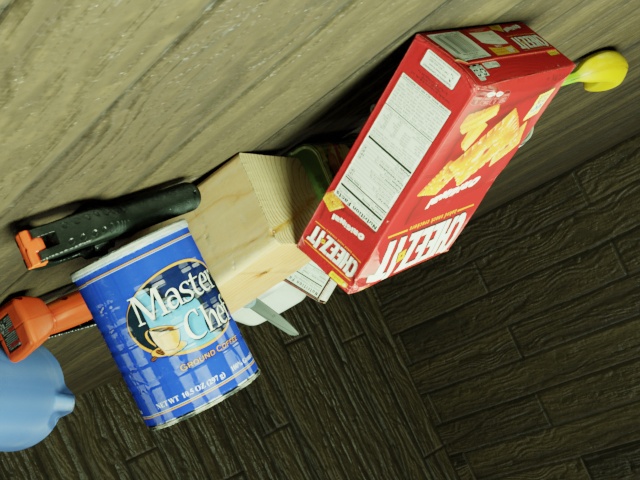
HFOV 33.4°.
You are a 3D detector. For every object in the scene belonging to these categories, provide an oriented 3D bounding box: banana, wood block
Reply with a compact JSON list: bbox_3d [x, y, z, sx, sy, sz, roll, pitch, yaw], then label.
[{"bbox_3d":[0.333,-0.202,1.274,0.070,0.037,0.197,-8,-179,24],"label":"banana"},{"bbox_3d":[-0.100,0.015,0.957,0.206,0.090,0.090,-34,161,30],"label":"wood block"}]

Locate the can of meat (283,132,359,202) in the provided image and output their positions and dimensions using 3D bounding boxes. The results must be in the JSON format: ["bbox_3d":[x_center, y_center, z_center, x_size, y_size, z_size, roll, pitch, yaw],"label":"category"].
[{"bbox_3d":[0.017,-0.046,0.994,0.058,0.102,0.083,-28,172,37],"label":"can of meat"}]

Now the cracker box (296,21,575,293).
[{"bbox_3d":[0.094,-0.068,0.868,0.163,0.072,0.214,-19,146,-50],"label":"cracker box"}]

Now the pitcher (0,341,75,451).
[{"bbox_3d":[-0.380,0.161,1.133,0.149,0.145,0.243,-35,170,-2],"label":"pitcher"}]

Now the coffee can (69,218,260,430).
[{"bbox_3d":[-0.125,0.067,0.862,0.103,0.140,0.103,-26,-177,1],"label":"coffee can"}]

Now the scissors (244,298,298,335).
[{"bbox_3d":[-0.098,0.066,1.112,0.096,0.016,0.201,-29,136,-1],"label":"scissors"}]

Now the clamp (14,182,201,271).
[{"bbox_3d":[-0.183,-0.003,0.841,0.120,0.039,0.171,-32,172,34],"label":"clamp"}]

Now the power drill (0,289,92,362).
[{"bbox_3d":[-0.232,0.059,1.107,0.187,0.057,0.185,-21,174,-35],"label":"power drill"}]

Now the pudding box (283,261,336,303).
[{"bbox_3d":[-0.007,-0.005,1.101,0.113,0.090,0.039,-60,166,2],"label":"pudding box"}]
